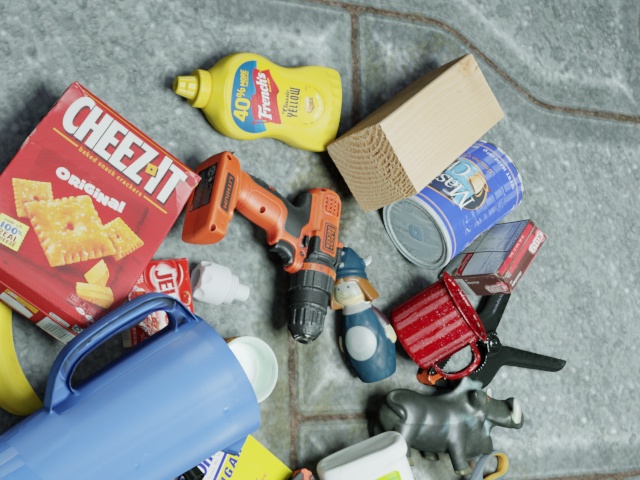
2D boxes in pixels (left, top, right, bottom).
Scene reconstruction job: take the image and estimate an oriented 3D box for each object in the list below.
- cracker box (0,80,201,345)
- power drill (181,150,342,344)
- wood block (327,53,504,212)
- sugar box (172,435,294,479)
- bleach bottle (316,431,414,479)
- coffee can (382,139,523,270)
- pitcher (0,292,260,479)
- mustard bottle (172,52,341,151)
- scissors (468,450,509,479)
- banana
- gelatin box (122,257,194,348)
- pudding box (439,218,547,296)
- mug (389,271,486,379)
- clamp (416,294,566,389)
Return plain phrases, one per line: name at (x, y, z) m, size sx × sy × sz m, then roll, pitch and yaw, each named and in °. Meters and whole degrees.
cracker box at (-0.236, -0.025, 1.036) m, size 0.164 × 0.072 × 0.213 m, roll 38°, pitch 56°, yaw -16°
power drill at (-0.058, 0.001, 1.145) m, size 0.187 × 0.057 × 0.184 m, roll 29°, pitch 55°, yaw -35°
wood block at (0.114, -0.127, 1.241) m, size 0.205 × 0.090 × 0.091 m, roll -41°, pitch 104°, yaw -41°
sugar box at (-0.088, 0.257, 1.126) m, size 0.176 × 0.048 × 0.093 m, roll 44°, pitch 65°, yaw -19°
bleach bottle at (0.084, 0.338, 1.138) m, size 0.102 × 0.068 × 0.251 m, roll -22°, pitch 96°, yaw -4°
coffee can at (0.159, -0.044, 1.273) m, size 0.140 × 0.103 × 0.103 m, roll -36°, pitch 101°, yaw -29°
pitcher at (-0.189, 0.168, 0.970) m, size 0.242 × 0.145 × 0.149 m, roll -30°, pitch 68°, yaw -27°
mustard bottle at (-0.071, -0.157, 1.182) m, size 0.191 × 0.058 × 0.096 m, roll 6°, pitch 92°, yaw -28°
scissors at (0.172, 0.312, 1.249) m, size 0.201 × 0.016 × 0.096 m, roll -25°, pitch 107°, yaw -49°
banana at (-0.305, 0.086, 1.033) m, size 0.069 × 0.037 × 0.198 m, roll -11°, pitch 90°, yaw -49°
gelatin box at (-0.171, 0.064, 1.113) m, size 0.073 × 0.030 × 0.089 m, roll -4°, pitch 86°, yaw -30°
pudding box at (0.206, 0.022, 1.285) m, size 0.039 × 0.114 × 0.090 m, roll 47°, pitch 65°, yaw -21°
mug at (0.139, 0.106, 1.233) m, size 0.117 × 0.081 × 0.093 m, roll 62°, pitch 14°, yaw 20°
clamp at (0.203, 0.115, 1.315) m, size 0.209 × 0.036 × 0.164 m, roll -19°, pitch 94°, yaw -28°
